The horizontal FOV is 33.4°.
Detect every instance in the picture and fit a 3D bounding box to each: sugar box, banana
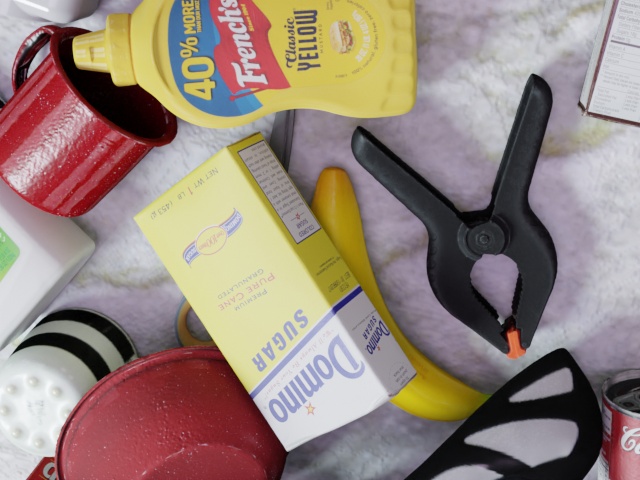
[{"bbox_3d":[-0.029,0.033,0.649,0.093,0.048,0.176,-33,88,35],"label":"sugar box"},{"bbox_3d":[0.041,0.048,0.680,0.069,0.037,0.197,-40,101,-10],"label":"banana"}]

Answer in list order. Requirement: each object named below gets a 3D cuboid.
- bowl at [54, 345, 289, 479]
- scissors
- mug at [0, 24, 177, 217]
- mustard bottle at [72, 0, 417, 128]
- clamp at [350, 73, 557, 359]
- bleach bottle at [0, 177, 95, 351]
[{"bbox_3d":[-0.085,0.148,0.683,0.162,0.055,0.162,-10,124,-16],"label":"bowl"},{"bbox_3d":[-0.055,0.001,0.691,0.096,0.016,0.202,-1,107,11],"label":"scissors"},{"bbox_3d":[-0.154,-0.078,0.652,0.082,0.093,0.117,-41,72,24],"label":"mug"},{"bbox_3d":[-0.043,-0.114,0.607,0.191,0.058,0.096,-4,106,-2],"label":"mustard bottle"},{"bbox_3d":[0.105,-0.014,0.644,0.120,0.039,0.171,-23,106,18],"label":"clamp"},{"bbox_3d":[-0.270,-0.046,0.693,0.251,0.068,0.103,43,110,-2],"label":"bleach bottle"}]
